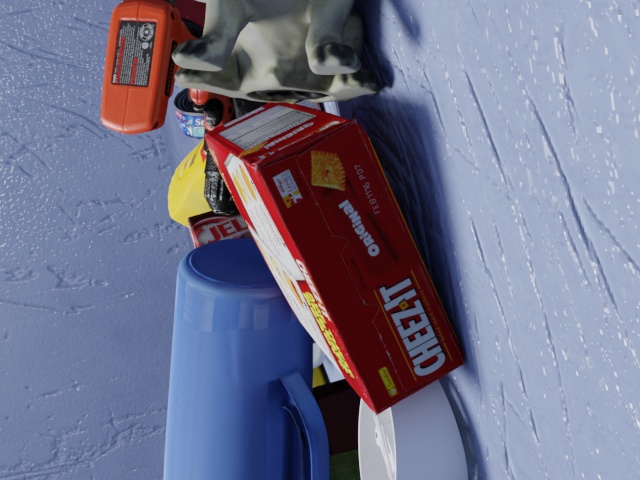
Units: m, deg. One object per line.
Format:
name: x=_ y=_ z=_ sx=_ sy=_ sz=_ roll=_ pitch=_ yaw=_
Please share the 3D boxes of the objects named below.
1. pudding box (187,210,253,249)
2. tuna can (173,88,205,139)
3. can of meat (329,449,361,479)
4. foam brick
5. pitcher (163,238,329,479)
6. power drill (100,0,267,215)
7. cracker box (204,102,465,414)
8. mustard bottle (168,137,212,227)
pudding box: x=-0.056 y=0.001 z=0.965 sx=0.090 sy=0.113 sz=0.039 roll=-117 pitch=15 yaw=-49
tuna can: x=-0.113 y=-0.142 z=1.150 sx=0.086 sy=0.086 sz=0.034 roll=-119 pitch=16 yaw=-55
can of meat: x=0.012 y=0.214 z=1.061 sx=0.084 sy=0.057 sz=0.102 roll=171 pitch=83 yaw=-77
foam brick: x=0.021 y=0.151 z=0.931 sx=0.078 sy=0.053 sz=0.051 roll=163 pitch=92 yaw=-80
pitcher: x=-0.059 y=0.130 z=0.882 sx=0.145 sy=0.149 sz=0.243 roll=-78 pitch=-8 yaw=-66
power drill: x=-0.106 y=-0.116 z=0.891 sx=0.187 sy=0.057 sz=0.184 roll=3 pitch=-88 yaw=-66
cracker box: x=0.003 y=-0.003 z=0.694 sx=0.164 sy=0.072 sz=0.214 roll=64 pitch=172 yaw=-15
mustard bottle: x=-0.088 y=-0.090 z=1.048 sx=0.192 sy=0.058 sz=0.096 roll=-41 pitch=24 yaw=51
